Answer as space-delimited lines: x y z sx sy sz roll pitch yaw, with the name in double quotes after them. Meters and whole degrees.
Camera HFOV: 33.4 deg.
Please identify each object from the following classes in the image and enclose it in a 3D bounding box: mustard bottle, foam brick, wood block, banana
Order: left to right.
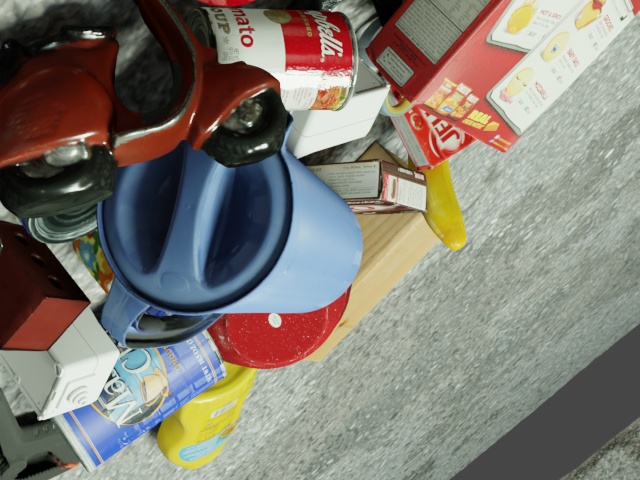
-0.207 0.031 0.729 0.051 0.078 0.053 -48 158 12 "foam brick"
-0.130 0.195 1.157 0.096 0.058 0.192 -27 152 -34 "mustard bottle"
0.027 0.015 1.050 0.206 0.090 0.090 -46 157 10 "wood block"
0.113 -0.078 0.984 0.037 0.069 0.197 105 1 -52 "banana"

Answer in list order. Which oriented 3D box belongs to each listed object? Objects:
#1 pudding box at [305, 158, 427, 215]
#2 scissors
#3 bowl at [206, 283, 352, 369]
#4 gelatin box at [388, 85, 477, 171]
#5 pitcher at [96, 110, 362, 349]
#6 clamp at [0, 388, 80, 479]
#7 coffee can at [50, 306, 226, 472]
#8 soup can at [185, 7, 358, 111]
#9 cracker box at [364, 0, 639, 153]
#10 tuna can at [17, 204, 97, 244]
0.024 -0.044 0.926 0.114 0.039 0.089 -4 174 31 "pudding box"
0.105 -0.166 0.913 0.201 0.016 0.096 -21 123 -39 "scissors"
-0.043 0.058 0.950 0.162 0.055 0.162 -6 117 -12 "bowl"
0.100 -0.116 0.938 0.073 0.089 0.030 -32 -170 -21 "gelatin box"
-0.055 0.001 0.769 0.149 0.145 0.242 -8 171 15 "pitcher"
-0.290 0.198 0.939 0.164 0.036 0.209 -43 157 3 "clamp"
-0.165 0.114 0.904 0.140 0.103 0.103 -34 156 -18 "coffee can"
-0.035 -0.120 0.709 0.102 0.068 0.069 -3 140 -23 "soup can"
0.153 -0.176 0.769 0.214 0.072 0.163 -49 150 17 "cracker box"
-0.169 -0.038 0.722 0.086 0.034 0.086 -34 156 -18 "tuna can"
